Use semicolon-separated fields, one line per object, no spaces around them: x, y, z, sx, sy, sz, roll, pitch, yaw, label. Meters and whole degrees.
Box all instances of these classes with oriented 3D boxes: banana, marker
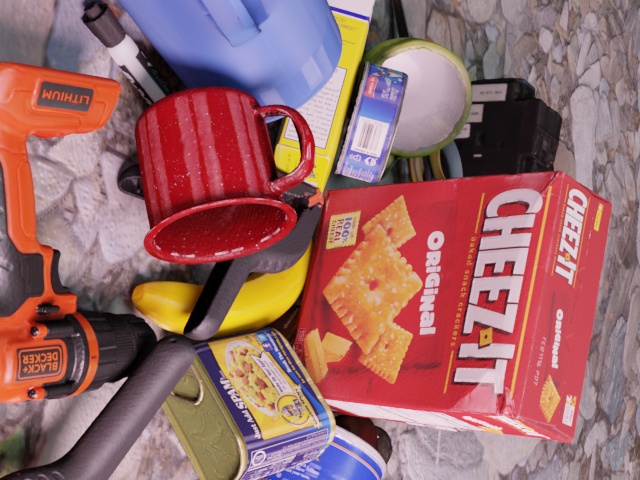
-0.059;0.033;0.770;0.197;0.037;0.069;-31;95;-52;banana
-0.114;-0.106;0.691;0.121;0.020;0.020;55;50;-41;marker

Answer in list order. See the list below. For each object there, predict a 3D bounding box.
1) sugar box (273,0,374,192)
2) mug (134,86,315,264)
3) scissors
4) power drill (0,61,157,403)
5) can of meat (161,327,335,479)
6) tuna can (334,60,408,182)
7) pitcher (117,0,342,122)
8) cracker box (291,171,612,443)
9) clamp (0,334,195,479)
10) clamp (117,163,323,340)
0.007;-0.129;0.804;0.093;0.048;0.176;110;-2;-74;sugar box
-0.057;-0.045;0.647;0.093;0.117;0.081;25;47;-59;mug
0.093;-0.123;0.937;0.016;0.096;0.202;-13;108;-19;scissors
-0.155;-0.002;0.608;0.184;0.057;0.187;0;91;-61;power drill
-0.050;0.110;0.716;0.083;0.058;0.102;-9;55;-41;can of meat
0.038;-0.086;0.785;0.086;0.033;0.086;-169;-86;-89;tuna can
-0.076;-0.178;0.642;0.242;0.145;0.149;56;50;-44;pitcher
0.080;0.043;0.740;0.072;0.214;0.164;25;71;-40;cracker box
-0.149;0.167;0.630;0.209;0.036;0.165;-35;140;-39;clamp
-0.055;0.001;0.734;0.171;0.039;0.120;-9;83;-46;clamp
